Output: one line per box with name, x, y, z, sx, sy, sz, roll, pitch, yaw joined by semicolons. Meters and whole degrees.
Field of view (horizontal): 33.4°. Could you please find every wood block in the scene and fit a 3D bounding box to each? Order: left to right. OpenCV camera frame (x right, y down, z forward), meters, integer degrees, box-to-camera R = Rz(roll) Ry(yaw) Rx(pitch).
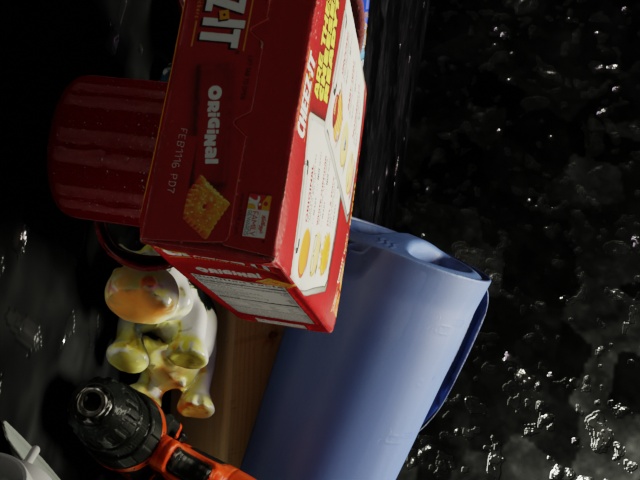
wood block;-0.062;0.109;0.870;0.090;0.090;0.206;-7;111;-36

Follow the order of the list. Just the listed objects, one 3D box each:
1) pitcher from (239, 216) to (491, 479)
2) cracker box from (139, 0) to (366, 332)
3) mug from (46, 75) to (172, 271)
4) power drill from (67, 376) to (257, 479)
pitcher;0.030;0.111;0.802;0.145;0.149;0.243;-61;172;-81
cracker box;-0.026;-0.049;0.573;0.213;0.072;0.164;60;38;-75
mug;-0.101;-0.038;0.604;0.093;0.081;0.117;-65;161;-64
power drill;-0.065;0.155;0.682;0.057;0.188;0.184;-59;165;-15
